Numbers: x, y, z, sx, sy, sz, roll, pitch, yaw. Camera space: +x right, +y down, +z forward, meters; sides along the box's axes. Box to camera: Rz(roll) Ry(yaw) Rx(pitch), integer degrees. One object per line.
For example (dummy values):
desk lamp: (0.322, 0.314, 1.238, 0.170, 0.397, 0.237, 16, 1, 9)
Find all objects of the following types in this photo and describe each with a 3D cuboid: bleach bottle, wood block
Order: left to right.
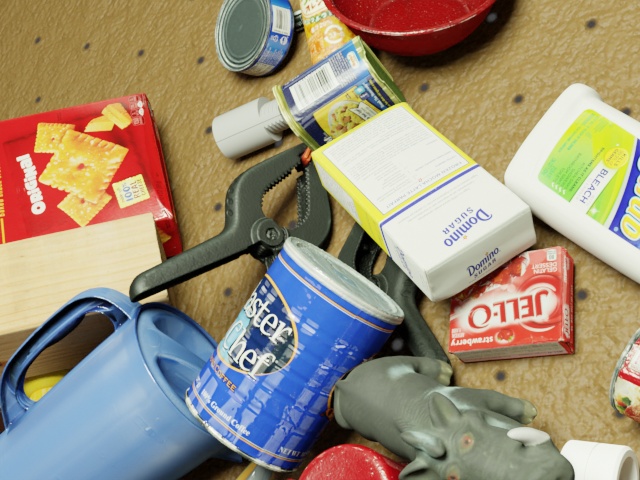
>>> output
wood block: (-0.233, 0.056, 0.930, 0.206, 0.091, 0.090, -12, 58, -6)
bleach bottle: (0.248, -0.011, 0.719, 0.251, 0.068, 0.102, 37, 89, 38)

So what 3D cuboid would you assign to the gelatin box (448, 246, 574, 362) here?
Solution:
gelatin box: (0.140, 0.048, 0.780, 0.089, 0.030, 0.073, -9, 62, 31)

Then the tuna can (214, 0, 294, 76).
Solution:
tuna can: (-0.064, -0.202, 1.028, 0.086, 0.033, 0.086, -8, 80, 48)

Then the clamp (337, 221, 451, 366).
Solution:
clamp: (0.054, 0.048, 0.833, 0.120, 0.039, 0.171, -5, 68, 32)

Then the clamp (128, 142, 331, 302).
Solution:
clamp: (-0.056, 0.001, 0.881, 0.036, 0.164, 0.210, -41, 29, 59)

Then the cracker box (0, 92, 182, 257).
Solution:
cracker box: (-0.251, -0.045, 1.009, 0.213, 0.072, 0.164, -12, 55, -6)

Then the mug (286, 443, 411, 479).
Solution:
mug: (0.024, 0.189, 0.751, 0.117, 0.081, 0.093, 11, 73, 37)

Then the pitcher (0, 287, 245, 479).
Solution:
pitcher: (-0.193, 0.161, 0.877, 0.243, 0.144, 0.149, -38, 54, 16)

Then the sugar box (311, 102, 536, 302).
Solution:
sugar box: (0.075, -0.033, 0.819, 0.093, 0.048, 0.176, -31, 46, -9)

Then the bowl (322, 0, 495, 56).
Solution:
bowl: (0.083, -0.208, 0.916, 0.162, 0.055, 0.162, -6, 48, 7)

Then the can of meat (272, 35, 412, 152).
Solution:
can of meat: (0.023, -0.112, 0.898, 0.084, 0.102, 0.057, -32, 52, 14)

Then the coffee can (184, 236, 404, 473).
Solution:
coffee can: (-0.019, 0.083, 0.783, 0.103, 0.102, 0.140, 41, 100, 41)
